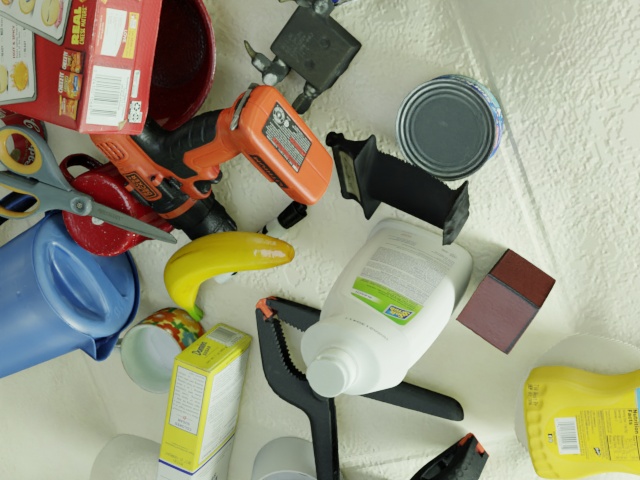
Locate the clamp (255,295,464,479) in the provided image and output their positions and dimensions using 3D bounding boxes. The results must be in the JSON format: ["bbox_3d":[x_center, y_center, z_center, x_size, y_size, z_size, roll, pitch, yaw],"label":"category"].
[{"bbox_3d":[0.020,0.131,0.987,0.165,0.036,0.210,-34,83,13],"label":"clamp"}]

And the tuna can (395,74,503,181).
[{"bbox_3d":[0.107,-0.094,0.885,0.086,0.033,0.086,7,109,21],"label":"tuna can"}]

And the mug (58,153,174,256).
[{"bbox_3d":[-0.197,-0.041,1.006,0.117,0.081,0.093,41,117,6],"label":"mug"}]

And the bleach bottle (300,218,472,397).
[{"bbox_3d":[0.042,0.056,0.839,0.103,0.250,0.068,21,113,16],"label":"bleach bottle"}]

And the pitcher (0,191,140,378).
[{"bbox_3d":[-0.311,0.060,1.069,0.243,0.149,0.145,-24,127,31],"label":"pitcher"}]

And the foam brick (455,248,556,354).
[{"bbox_3d":[0.155,0.049,0.887,0.051,0.078,0.053,35,114,10],"label":"foam brick"}]

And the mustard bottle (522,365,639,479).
[{"bbox_3d":[0.269,0.151,0.881,0.192,0.058,0.096,-4,104,24],"label":"mustard bottle"}]

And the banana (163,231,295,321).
[{"bbox_3d":[-0.096,0.024,0.968,0.069,0.037,0.198,25,151,-22],"label":"banana"}]

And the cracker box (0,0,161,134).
[{"bbox_3d":[-0.223,-0.186,0.889,0.214,0.071,0.164,19,104,42],"label":"cracker box"}]

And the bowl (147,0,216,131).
[{"bbox_3d":[-0.154,-0.177,0.959,0.162,0.055,0.162,7,109,21],"label":"bowl"}]

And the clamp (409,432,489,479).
[{"bbox_3d":[0.089,0.229,0.925,0.039,0.171,0.120,54,160,-9],"label":"clamp"}]

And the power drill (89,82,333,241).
[{"bbox_3d":[-0.084,-0.057,0.914,0.188,0.057,0.184,-9,138,38],"label":"power drill"}]

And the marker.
[{"bbox_3d":[-0.057,0.001,0.994,0.121,0.020,0.020,-38,89,28],"label":"marker"}]

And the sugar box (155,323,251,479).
[{"bbox_3d":[-0.116,0.178,1.035,0.048,0.093,0.176,21,113,16],"label":"sugar box"}]

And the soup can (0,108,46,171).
[{"bbox_3d":[-0.323,-0.094,1.031,0.069,0.102,0.068,7,109,21],"label":"soup can"}]

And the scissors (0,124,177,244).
[{"bbox_3d":[-0.220,-0.052,0.956,0.202,0.016,0.096,5,105,17],"label":"scissors"}]
